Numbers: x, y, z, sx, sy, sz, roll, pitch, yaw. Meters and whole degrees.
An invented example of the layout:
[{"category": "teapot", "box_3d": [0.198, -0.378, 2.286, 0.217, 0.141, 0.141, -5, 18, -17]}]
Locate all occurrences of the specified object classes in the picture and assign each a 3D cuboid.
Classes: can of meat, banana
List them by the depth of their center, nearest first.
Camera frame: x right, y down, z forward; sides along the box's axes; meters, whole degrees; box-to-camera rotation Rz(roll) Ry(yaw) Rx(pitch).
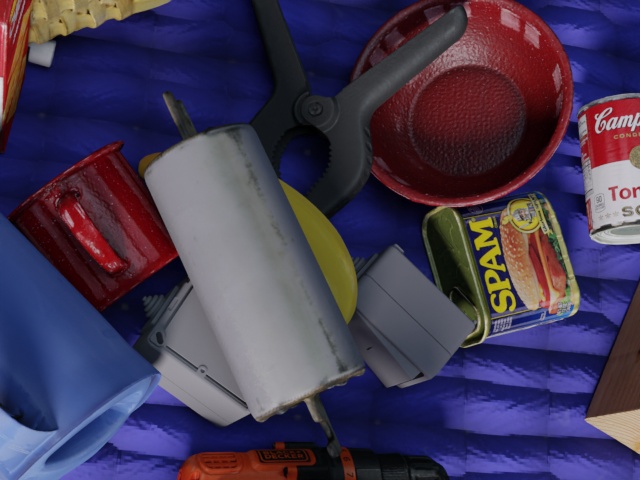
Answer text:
[{"category": "banana", "box_3d": [-0.038, -0.009, 0.707, 0.069, 0.037, 0.198, -42, 70, -9]}, {"category": "can of meat", "box_3d": [0.131, 0.019, 0.776, 0.083, 0.058, 0.102, -11, 80, -22]}]

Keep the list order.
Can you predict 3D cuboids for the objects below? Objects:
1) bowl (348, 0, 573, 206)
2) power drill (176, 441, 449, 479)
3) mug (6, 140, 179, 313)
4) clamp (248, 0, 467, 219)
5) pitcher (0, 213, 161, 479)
[{"category": "bowl", "box_3d": [0.103, -0.096, 0.776, 0.162, 0.055, 0.162, -4, 76, 16]}, {"category": "power drill", "box_3d": [0.015, 0.180, 0.635, 0.184, 0.188, 0.057, 1, 104, -16]}, {"category": "mug", "box_3d": [-0.139, -0.005, 0.671, 0.093, 0.117, 0.081, -37, 94, -7]}, {"category": "clamp", "box_3d": [0.009, -0.091, 0.752, 0.165, 0.036, 0.210, 9, 83, 12]}, {"category": "pitcher", "box_3d": [-0.218, 0.036, 0.611, 0.243, 0.149, 0.144, 47, 42, 7]}]
